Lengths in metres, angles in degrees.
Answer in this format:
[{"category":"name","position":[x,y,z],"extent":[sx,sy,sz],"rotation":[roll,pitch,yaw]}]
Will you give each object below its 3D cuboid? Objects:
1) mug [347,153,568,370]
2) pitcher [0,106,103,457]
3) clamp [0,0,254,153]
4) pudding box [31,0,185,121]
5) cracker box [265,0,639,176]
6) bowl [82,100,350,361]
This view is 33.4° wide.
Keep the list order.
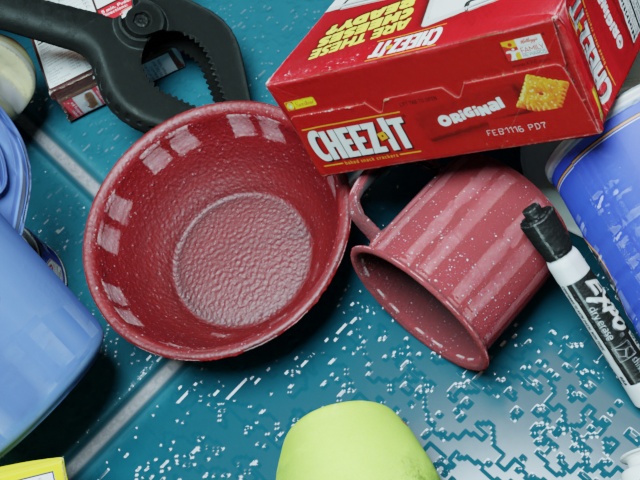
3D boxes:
[{"category":"mug","position":[0.068,0.000,0.566],"extent":[0.117,0.093,0.081],"rotation":[42,76,5]},{"category":"pitcher","position":[-0.227,-0.003,0.567],"extent":[0.149,0.145,0.242],"rotation":[-40,102,15]},{"category":"clamp","position":[-0.112,-0.141,0.677],"extent":[0.210,0.036,0.164],"rotation":[41,70,0]},{"category":"pudding box","position":[-0.155,-0.150,0.739],"extent":[0.090,0.039,0.113],"rotation":[-26,59,3]},{"category":"cracker box","position":[0.094,-0.129,0.567],"extent":[0.164,0.072,0.213],"rotation":[-7,37,39]},{"category":"bowl","position":[-0.054,0.001,0.624],"extent":[0.162,0.055,0.162],"rotation":[-6,65,14]}]
